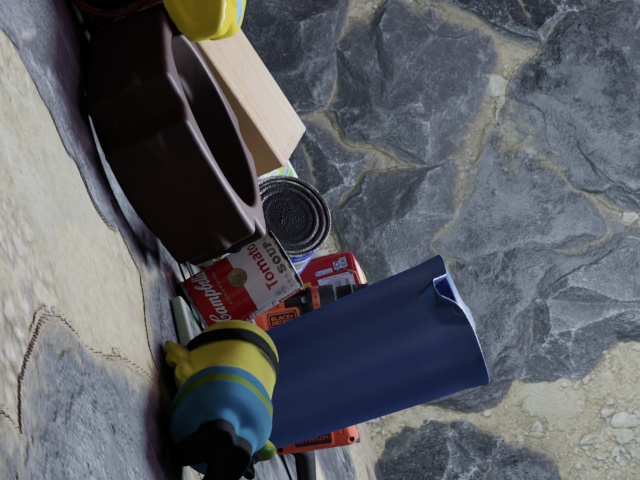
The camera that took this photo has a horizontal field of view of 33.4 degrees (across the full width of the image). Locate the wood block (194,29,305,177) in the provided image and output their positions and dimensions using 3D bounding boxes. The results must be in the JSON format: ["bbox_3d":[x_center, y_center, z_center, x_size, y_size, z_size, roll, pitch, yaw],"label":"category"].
[{"bbox_3d":[-0.116,-0.170,1.177,0.206,0.091,0.090,55,34,-22],"label":"wood block"}]

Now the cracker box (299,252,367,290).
[{"bbox_3d":[-0.020,0.076,1.424,0.213,0.164,0.072,50,24,-81],"label":"cracker box"}]

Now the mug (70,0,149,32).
[{"bbox_3d":[-0.196,-0.249,0.985,0.081,0.093,0.117,-112,-156,-63],"label":"mug"}]

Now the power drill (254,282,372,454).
[{"bbox_3d":[-0.007,0.145,1.236,0.057,0.184,0.187,-85,166,-81],"label":"power drill"}]

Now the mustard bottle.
[{"bbox_3d":[-0.106,-0.239,1.016,0.191,0.058,0.096,-70,145,-78],"label":"mustard bottle"}]

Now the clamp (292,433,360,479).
[{"bbox_3d":[-0.009,0.238,1.335,0.120,0.039,0.171,-48,130,-38],"label":"clamp"}]

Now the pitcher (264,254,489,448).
[{"bbox_3d":[0.034,0.121,1.042,0.145,0.243,0.149,-104,173,-75],"label":"pitcher"}]

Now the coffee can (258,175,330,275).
[{"bbox_3d":[-0.058,0.002,1.243,0.140,0.102,0.103,126,-49,-58],"label":"coffee can"}]

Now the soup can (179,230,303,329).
[{"bbox_3d":[-0.076,0.044,1.036,0.068,0.102,0.068,59,-4,7],"label":"soup can"}]
